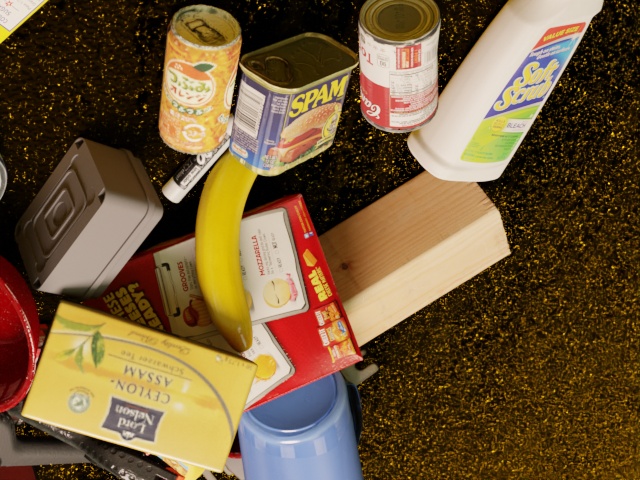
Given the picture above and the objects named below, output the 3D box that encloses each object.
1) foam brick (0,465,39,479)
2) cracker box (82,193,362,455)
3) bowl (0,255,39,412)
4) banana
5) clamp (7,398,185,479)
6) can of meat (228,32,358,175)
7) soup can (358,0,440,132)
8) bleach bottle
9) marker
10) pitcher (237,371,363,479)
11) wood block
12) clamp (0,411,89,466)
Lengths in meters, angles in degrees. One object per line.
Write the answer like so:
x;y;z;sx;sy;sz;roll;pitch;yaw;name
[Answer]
-0.324;0.255;1.105;0.052;0.051;0.078;-13;142;-28;foam brick
-0.091;0.071;0.961;0.213;0.164;0.072;-22;-174;-14;cracker box
-0.279;0.056;0.838;0.162;0.162;0.055;-59;175;33;bowl
-0.073;-0.007;0.910;0.069;0.198;0.037;12;174;-9;banana
-0.203;0.181;0.962;0.120;0.172;0.039;28;86;-62;clamp
-0.024;-0.109;0.853;0.101;0.057;0.084;-30;146;-43;can of meat
0.066;-0.149;0.891;0.068;0.068;0.102;-23;144;-13;soup can
0.179;-0.169;0.963;0.102;0.068;0.251;-1;133;-38;bleach bottle
-0.089;-0.079;0.899;0.121;0.020;0.020;-45;144;18;marker
-0.015;0.213;1.095;0.145;0.149;0.243;-11;139;-5;pitcher
0.078;0.016;1.087;0.206;0.091;0.090;-31;145;-1;wood block
-0.304;0.197;0.987;0.164;0.036;0.210;-30;143;-13;clamp
